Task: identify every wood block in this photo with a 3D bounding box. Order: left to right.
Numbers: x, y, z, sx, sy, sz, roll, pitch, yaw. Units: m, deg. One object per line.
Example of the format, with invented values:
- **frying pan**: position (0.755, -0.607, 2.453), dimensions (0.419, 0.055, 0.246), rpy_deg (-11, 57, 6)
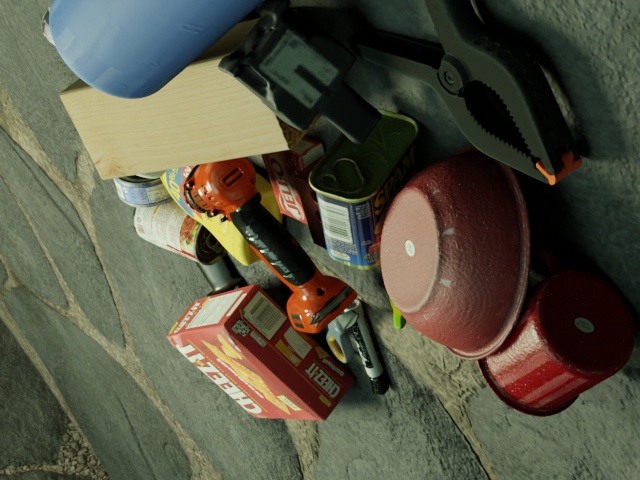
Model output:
- **wood block**: position (-0.108, -0.123, 0.924), dimensions (0.206, 0.090, 0.091), rpy_deg (-6, 120, 32)

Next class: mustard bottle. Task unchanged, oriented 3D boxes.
- **mustard bottle**: position (-0.122, -0.062, 1.156), dimensions (0.192, 0.058, 0.096), rpy_deg (40, 139, 32)

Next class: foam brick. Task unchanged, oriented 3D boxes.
- **foam brick**: position (0.019, -0.033, 0.951), dimensions (0.053, 0.051, 0.078), rpy_deg (27, 143, 45)

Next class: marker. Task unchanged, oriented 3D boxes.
- **marker**: position (0.049, 0.114, 1.118), dimensions (0.020, 0.020, 0.121), rpy_deg (23, 140, 49)

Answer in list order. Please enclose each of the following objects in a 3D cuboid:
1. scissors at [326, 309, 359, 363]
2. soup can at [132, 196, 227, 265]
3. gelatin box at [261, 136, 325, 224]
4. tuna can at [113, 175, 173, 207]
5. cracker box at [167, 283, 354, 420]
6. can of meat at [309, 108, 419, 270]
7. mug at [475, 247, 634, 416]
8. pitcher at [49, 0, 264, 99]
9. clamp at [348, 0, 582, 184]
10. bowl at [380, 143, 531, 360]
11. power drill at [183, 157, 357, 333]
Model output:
- **scissors**: position (0.011, 0.071, 1.092), dimensions (0.096, 0.016, 0.202), rpy_deg (55, 168, 20)
- **soup can**: position (-0.160, -0.018, 1.244), dimensions (0.102, 0.068, 0.068), rpy_deg (21, 140, 31)
- **gelatin box**: position (-0.019, -0.058, 1.015), dimensions (0.073, 0.030, 0.089), rpy_deg (26, 142, 47)
- **tuna can**: position (-0.198, -0.078, 1.241), dimensions (0.086, 0.086, 0.034), rpy_deg (33, 146, 39)
- **cracker box**: position (-0.078, 0.140, 1.273), dimensions (0.164, 0.072, 0.214), rpy_deg (45, 156, -13)
- **can of meat**: position (0.039, -0.039, 0.849), dimensions (0.058, 0.102, 0.084), rpy_deg (18, 142, 25)
- **mug**: position (0.169, 0.061, 0.774), dimensions (0.082, 0.093, 0.117), rpy_deg (128, 135, -59)
- **pitcher**: position (-0.102, -0.205, 0.750), dimensions (0.149, 0.144, 0.243), rpy_deg (46, 134, -11)
- **clamp**: position (0.097, -0.126, 0.715), dimensions (0.210, 0.036, 0.165), rpy_deg (47, 157, 22)
- **bowl**: position (0.088, 0.008, 0.785), dimensions (0.162, 0.055, 0.162), rpy_deg (-178, 90, -67)
- **power drill**: position (-0.057, 0.001, 1.006), dimensions (0.187, 0.057, 0.185), rpy_deg (49, 169, -8)
